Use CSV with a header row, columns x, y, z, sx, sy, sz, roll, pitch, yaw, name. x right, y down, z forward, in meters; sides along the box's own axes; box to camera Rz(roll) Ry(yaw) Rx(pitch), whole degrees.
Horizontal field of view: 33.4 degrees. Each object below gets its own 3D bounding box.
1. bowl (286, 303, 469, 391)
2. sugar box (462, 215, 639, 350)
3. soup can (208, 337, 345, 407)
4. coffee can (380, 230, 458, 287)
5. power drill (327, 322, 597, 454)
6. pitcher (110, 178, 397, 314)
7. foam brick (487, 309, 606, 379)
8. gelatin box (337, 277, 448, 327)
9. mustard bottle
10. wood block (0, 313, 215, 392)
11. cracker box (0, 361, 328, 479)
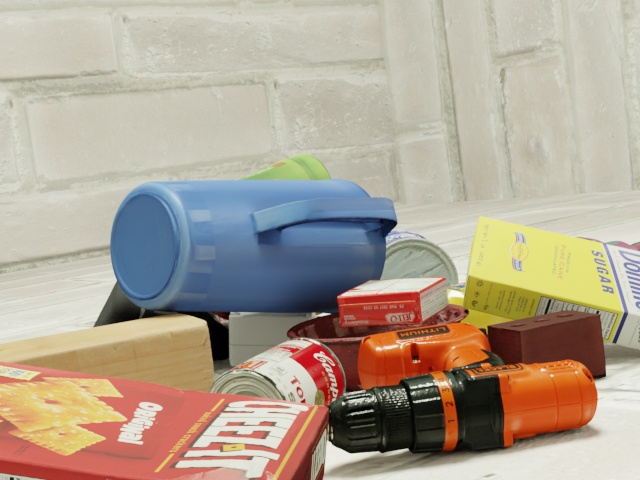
x,y,z,sx,sy,sz,roll,pitch,yaw,name
0.053,0.096,0.943,0.162,0.055,0.162,-7,4,0,bowl
0.217,0.037,0.933,0.176,0.048,0.093,11,39,8,sugar box
-0.031,0.114,0.772,0.069,0.068,0.102,-5,5,24,soup can
0.101,0.043,1.246,0.103,0.103,0.140,-7,4,0,coffee can
0.081,0.107,0.769,0.184,0.057,0.188,-4,7,-9,power drill
-0.056,0.001,0.959,0.242,0.149,0.145,0,27,-47,pitcher
0.181,0.088,0.858,0.078,0.051,0.053,-9,4,-20,foam brick
0.063,0.053,0.917,0.073,0.030,0.089,-4,6,22,gelatin box
0.160,0.069,1.102,0.096,0.058,0.191,4,12,45,mustard bottle
-0.191,0.119,0.818,0.205,0.091,0.090,-9,5,-24,wood block
-0.112,0.119,0.552,0.214,0.072,0.164,6,7,7,cracker box
